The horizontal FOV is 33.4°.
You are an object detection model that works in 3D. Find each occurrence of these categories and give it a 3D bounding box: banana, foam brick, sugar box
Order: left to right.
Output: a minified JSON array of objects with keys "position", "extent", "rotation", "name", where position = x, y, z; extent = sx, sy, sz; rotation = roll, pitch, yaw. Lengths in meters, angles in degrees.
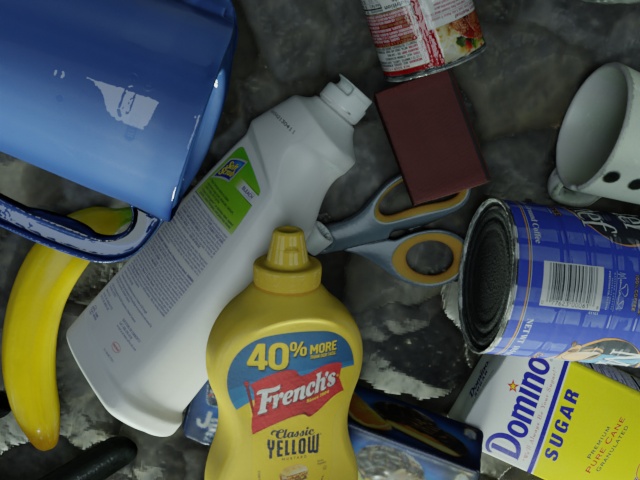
[{"position":[-0.184,0.054,0.738],"extent":[0.069,0.037,0.198],"rotation":[24,104,-7],"name":"banana"},{"position":[0.071,-0.065,0.692],"extent":[0.051,0.053,0.078],"rotation":[-20,90,2],"name":"foam brick"},{"position":[0.192,0.134,0.774],"extent":[0.176,0.048,0.093],"rotation":[24,106,-10],"name":"sugar box"}]

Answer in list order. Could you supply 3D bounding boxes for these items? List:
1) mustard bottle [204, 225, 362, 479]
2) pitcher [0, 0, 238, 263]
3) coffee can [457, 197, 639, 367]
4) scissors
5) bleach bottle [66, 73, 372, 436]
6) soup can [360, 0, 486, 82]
[{"position":[-0.022,0.084,0.655],"extent":[0.096,0.058,0.192],"rotation":[-3,109,-16],"name":"mustard bottle"},{"position":[-0.180,-0.101,0.644],"extent":[0.242,0.149,0.145],"rotation":[19,144,-4],"name":"pitcher"},{"position":[0.173,0.030,0.702],"extent":[0.140,0.103,0.103],"rotation":[6,108,-11],"name":"coffee can"},{"position":[0.017,0.013,0.745],"extent":[0.202,0.016,0.096],"rotation":[-25,107,7],"name":"scissors"},{"position":[-0.055,0.001,0.689],"extent":[0.251,0.103,0.068],"rotation":[-49,138,6],"name":"bleach bottle"},{"position":[0.056,-0.158,0.663],"extent":[0.068,0.068,0.102],"rotation":[-19,107,4],"name":"soup can"}]
